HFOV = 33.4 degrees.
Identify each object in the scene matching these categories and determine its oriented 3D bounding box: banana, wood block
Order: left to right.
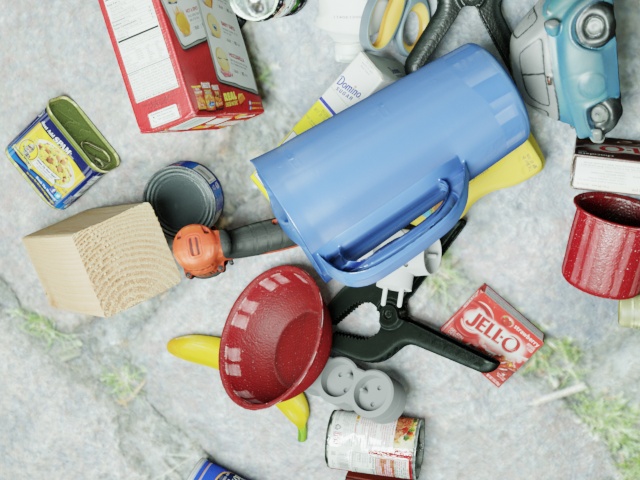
[{"bbox_3d":[-0.237,0.019,1.135,0.206,0.090,0.091,-2,112,62],"label":"wood block"},{"bbox_3d":[-0.085,0.157,1.227,0.198,0.037,0.070,35,111,2],"label":"banana"}]

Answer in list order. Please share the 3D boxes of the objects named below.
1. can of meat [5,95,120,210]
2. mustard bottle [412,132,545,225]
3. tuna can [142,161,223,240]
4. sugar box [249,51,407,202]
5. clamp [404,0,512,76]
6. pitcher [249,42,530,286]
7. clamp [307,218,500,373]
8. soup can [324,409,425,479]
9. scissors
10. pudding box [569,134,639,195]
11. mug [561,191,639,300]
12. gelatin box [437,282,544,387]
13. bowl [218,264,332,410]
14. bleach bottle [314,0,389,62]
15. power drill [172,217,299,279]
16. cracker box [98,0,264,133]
[{"bbox_3d":[-0.290,-0.095,1.196,0.084,0.057,0.102,-38,94,23],"label":"can of meat"},{"bbox_3d":[0.125,-0.067,1.092,0.192,0.058,0.096,-31,86,21],"label":"mustard bottle"},{"bbox_3d":[-0.152,-0.044,1.186,0.086,0.033,0.086,4,107,13],"label":"tuna can"},{"bbox_3d":[0.017,-0.110,1.088,0.176,0.093,0.048,-45,71,23],"label":"sugar box"},{"bbox_3d":[0.136,-0.233,1.045,0.120,0.039,0.171,-9,102,-6],"label":"clamp"},{"bbox_3d":[0.071,-0.070,0.978,0.243,0.145,0.149,-32,94,-2],"label":"pitcher"},{"bbox_3d":[0.086,0.086,1.144,0.210,0.036,0.164,-23,77,24],"label":"clamp"},{"bbox_3d":[0.061,0.227,1.193,0.102,0.068,0.068,4,107,14],"label":"soup can"},{"bbox_3d":[0.099,-0.270,1.055,0.016,0.096,0.202,23,84,45],"label":"scissors"},{"bbox_3d":[0.300,-0.072,1.029,0.113,0.090,0.039,5,108,13],"label":"pudding box"},{"bbox_3d":[0.298,0.006,1.061,0.117,0.093,0.081,1,115,-18],"label":"mug"},{"bbox_3d":[0.183,0.102,1.144,0.089,0.030,0.073,41,111,0],"label":"gelatin box"},{"bbox_3d":[-0.038,0.111,1.154,0.055,0.162,0.162,26,119,-40],"label":"bowl"},{"bbox_3d":[0.017,-0.303,1.051,0.103,0.068,0.251,3,109,14],"label":"bleach bottle"},{"bbox_3d":[-0.057,0.001,1.124,0.187,0.184,0.057,-13,87,-1],"label":"power drill"},{"bbox_3d":[-0.145,-0.214,1.047,0.072,0.164,0.214,-17,92,22],"label":"cracker box"}]
